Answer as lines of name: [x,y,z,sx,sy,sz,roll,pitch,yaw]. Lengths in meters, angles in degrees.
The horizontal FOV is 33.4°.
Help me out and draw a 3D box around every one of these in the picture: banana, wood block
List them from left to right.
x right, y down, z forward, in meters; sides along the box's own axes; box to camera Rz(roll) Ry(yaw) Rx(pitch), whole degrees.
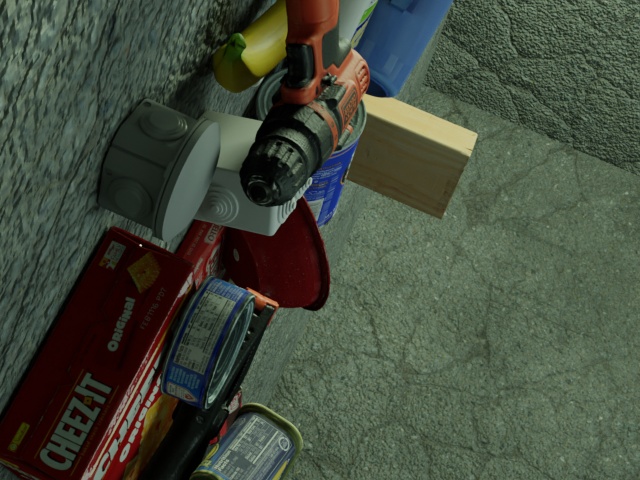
banana: [-0.034,-0.155,0.800,0.070,0.037,0.197,-34,-167,36]
wood block: [0.071,-0.116,1.266,0.090,0.206,0.090,-57,170,-63]

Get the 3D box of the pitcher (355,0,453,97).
pitcher: [0.090,-0.283,1.152,0.243,0.145,0.149,-63,148,-4]

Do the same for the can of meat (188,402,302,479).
can of meat: [-0.066,0.187,0.804,0.083,0.057,0.102,-48,166,-52]

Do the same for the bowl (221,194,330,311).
bowl: [-0.056,0.001,0.989,0.055,0.162,0.162,-24,156,-23]

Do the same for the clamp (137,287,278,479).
clamp: [-0.091,0.136,0.807,0.210,0.036,0.164,-62,175,-8]

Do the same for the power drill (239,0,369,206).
power drill: [-0.017,-0.136,0.700,0.184,0.057,0.188,-63,154,-52]

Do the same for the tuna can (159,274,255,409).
tuna can: [-0.075,0.068,0.714,0.086,0.034,0.086,23,89,-85]

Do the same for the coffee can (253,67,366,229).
coffee can: [-0.020,-0.085,1.032,0.140,0.103,0.102,107,8,-56]

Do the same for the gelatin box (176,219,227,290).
gelatin box: [-0.114,0.027,0.969,0.089,0.030,0.073,107,8,-57]

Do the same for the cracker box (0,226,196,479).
cracker box: [-0.145,0.109,0.758,0.214,0.072,0.164,101,13,-68]
